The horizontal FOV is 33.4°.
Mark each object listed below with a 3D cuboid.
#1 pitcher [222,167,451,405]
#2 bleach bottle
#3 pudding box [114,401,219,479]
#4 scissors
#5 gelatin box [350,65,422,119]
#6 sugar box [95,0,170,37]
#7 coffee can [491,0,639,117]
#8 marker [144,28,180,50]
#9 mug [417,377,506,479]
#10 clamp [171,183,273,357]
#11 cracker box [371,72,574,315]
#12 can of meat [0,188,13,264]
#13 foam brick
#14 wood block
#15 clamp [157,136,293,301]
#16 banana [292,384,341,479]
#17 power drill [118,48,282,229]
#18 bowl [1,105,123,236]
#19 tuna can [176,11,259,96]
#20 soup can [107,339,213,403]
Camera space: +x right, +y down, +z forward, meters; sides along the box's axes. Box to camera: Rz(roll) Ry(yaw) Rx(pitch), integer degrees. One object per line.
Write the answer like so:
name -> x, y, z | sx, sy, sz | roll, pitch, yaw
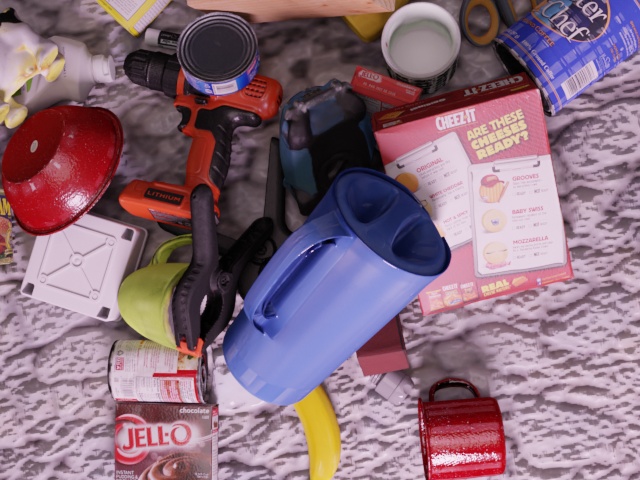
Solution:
pitcher -> -0.002, 0.054, 1.039 | 0.149, 0.145, 0.243 | 32, 123, -12
bleach bottle -> -0.355, -0.171, 1.193 | 0.251, 0.068, 0.102 | -6, 88, 3
pudding box -> -0.168, 0.223, 1.170 | 0.113, 0.039, 0.090 | 0, 88, 6
scissors -> 0.158, -0.291, 1.128 | 0.096, 0.016, 0.201 | -39, 108, 2
gelatin box -> 0.067, -0.149, 1.132 | 0.073, 0.089, 0.030 | 21, 82, 5
sugar box -> -0.182, -0.323, 1.188 | 0.093, 0.048, 0.176 | 44, 89, 6
coffee can -> 0.264, -0.211, 1.108 | 0.140, 0.103, 0.103 | -38, 85, 3
marker -> -0.136, -0.218, 1.192 | 0.121, 0.020, 0.020 | 11, 89, 6
mug -> 0.146, 0.198, 1.122 | 0.081, 0.093, 0.117 | -5, 51, 1
clamp -> -0.114, 0.029, 1.084 | 0.039, 0.120, 0.171 | 5, 67, 43
cracker box -> 0.156, -0.045, 1.089 | 0.164, 0.072, 0.213 | -15, 114, 5
can of meat -> -0.376, -0.014, 1.170 | 0.057, 0.102, 0.084 | -2, 90, 6
foam brick -> 0.061, 0.097, 1.131 | 0.051, 0.053, 0.078 | -12, 59, 4
wood block -> -0.030, -0.284, 1.105 | 0.206, 0.090, 0.091 | 4, 87, 35
clamp -> -0.058, 0.001, 1.168 | 0.164, 0.036, 0.210 | -40, 83, 2
banana -> -0.023, 0.182, 1.158 | 0.069, 0.037, 0.198 | -20, 86, 4
power drill -> -0.151, -0.113, 1.153 | 0.184, 0.057, 0.187 | 14, 75, 13
bowl -> -0.289, -0.088, 1.142 | 0.162, 0.055, 0.162 | -19, 54, 27
tuna can -> -0.107, -0.197, 1.131 | 0.086, 0.034, 0.086 | -1, 69, 3
soup can -> -0.173, 0.142, 1.159 | 0.102, 0.068, 0.068 | 0, 88, 6
